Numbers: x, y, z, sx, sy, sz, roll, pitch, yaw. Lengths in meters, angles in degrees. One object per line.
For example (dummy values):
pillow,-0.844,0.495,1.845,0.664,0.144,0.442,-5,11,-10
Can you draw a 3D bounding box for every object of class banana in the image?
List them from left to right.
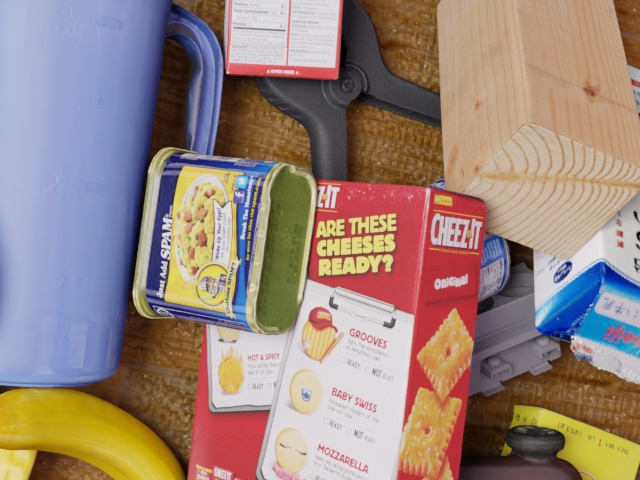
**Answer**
banana,-0.131,0.128,0.639,0.037,0.069,0.197,-30,132,15

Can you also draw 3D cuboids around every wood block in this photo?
wood block,0.137,-0.104,0.693,0.090,0.090,0.206,19,46,-17

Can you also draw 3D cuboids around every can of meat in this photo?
can of meat,-0.054,0.001,0.615,0.057,0.084,0.102,7,91,-59

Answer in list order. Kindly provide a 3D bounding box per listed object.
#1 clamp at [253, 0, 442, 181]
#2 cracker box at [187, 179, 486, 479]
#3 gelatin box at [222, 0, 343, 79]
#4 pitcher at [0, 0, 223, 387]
clamp,0.009,-0.094,0.730,0.164,0.036,0.210,-46,104,-14
cracker box,0.007,0.073,0.646,0.071,0.164,0.214,7,90,-50
gelatin box,-0.024,-0.149,0.679,0.073,0.030,0.089,1,105,-11
pitcher,-0.153,-0.040,0.631,0.149,0.145,0.243,5,89,15
